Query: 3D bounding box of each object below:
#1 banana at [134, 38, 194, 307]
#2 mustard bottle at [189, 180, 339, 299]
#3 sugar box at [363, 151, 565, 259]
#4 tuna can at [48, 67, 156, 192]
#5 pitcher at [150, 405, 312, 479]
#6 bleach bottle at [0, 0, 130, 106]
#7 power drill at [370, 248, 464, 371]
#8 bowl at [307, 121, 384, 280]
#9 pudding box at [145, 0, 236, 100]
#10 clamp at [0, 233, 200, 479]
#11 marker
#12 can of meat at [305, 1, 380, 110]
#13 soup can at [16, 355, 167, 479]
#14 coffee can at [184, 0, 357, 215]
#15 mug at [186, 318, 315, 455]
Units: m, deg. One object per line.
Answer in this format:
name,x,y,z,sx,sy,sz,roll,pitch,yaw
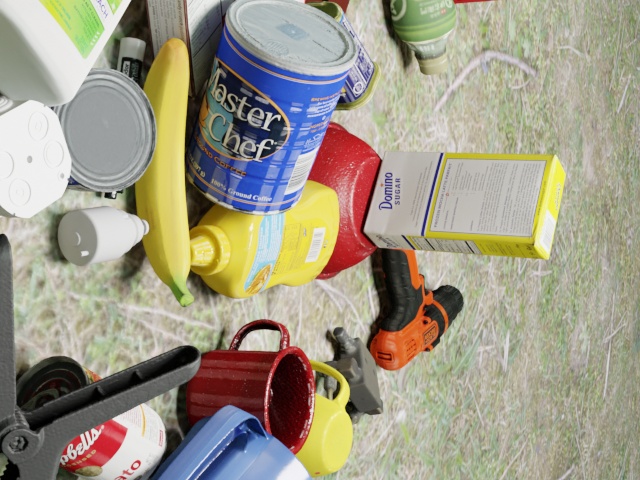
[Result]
banana,-0.115,-0.051,0.811,0.037,0.070,0.198,-9,99,-40
mustard bottle,-0.056,0.001,0.921,0.191,0.058,0.096,-11,122,-58
sugar box,0.136,-0.035,1.019,0.048,0.176,0.093,42,58,-51
tuna can,-0.159,-0.076,0.746,0.085,0.034,0.086,-1,92,-45
pitcher,-0.113,0.244,0.791,0.149,0.145,0.242,56,44,-9
bleach bottle,-0.157,-0.213,0.726,0.102,0.068,0.250,59,43,-45
power drill,0.111,0.034,1.213,0.184,0.057,0.188,-34,122,-53
bowl,0.029,-0.039,1.068,0.161,0.055,0.162,-12,104,-59
pudding box,-0.096,-0.178,0.818,0.113,0.039,0.090,91,23,-53
clamp,-0.179,0.116,0.658,0.164,0.036,0.210,28,94,-34
marker,-0.148,-0.090,0.796,0.020,0.020,0.121,16,80,-59
can of meat,-0.011,-0.162,0.942,0.084,0.102,0.057,52,51,-46
soup can,-0.162,0.131,0.751,0.102,0.069,0.068,48,53,-51
coffee can,-0.042,-0.105,0.836,0.102,0.103,0.140,-40,158,-51
mug,-0.058,0.123,0.907,0.093,0.082,0.117,39,55,-58
